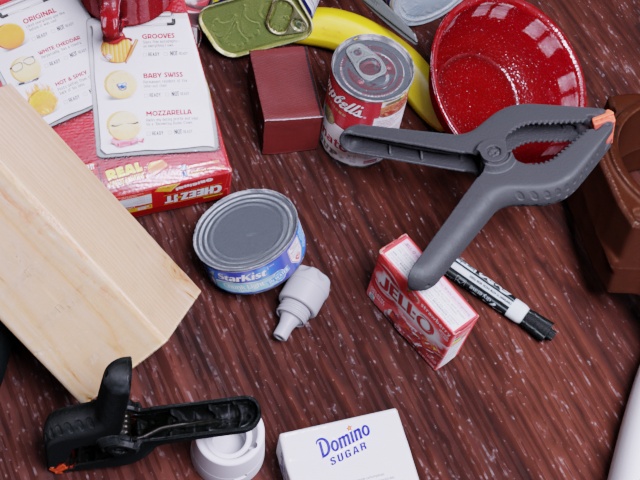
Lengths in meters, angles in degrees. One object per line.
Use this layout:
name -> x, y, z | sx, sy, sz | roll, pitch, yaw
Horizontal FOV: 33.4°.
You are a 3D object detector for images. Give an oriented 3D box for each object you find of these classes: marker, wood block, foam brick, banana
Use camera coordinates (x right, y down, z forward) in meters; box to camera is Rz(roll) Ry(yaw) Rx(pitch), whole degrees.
marker -> 0.140, 0.043, 0.873 | 0.121, 0.020, 0.020 | 35, 63, 12
wood block -> -0.195, 0.002, 0.757 | 0.206, 0.090, 0.090 | 49, 20, -9
foam brick -> -0.032, -0.121, 0.923 | 0.051, 0.053, 0.078 | -7, 62, -11
banana -> 0.039, -0.165, 0.967 | 0.198, 0.037, 0.069 | 24, 89, 10

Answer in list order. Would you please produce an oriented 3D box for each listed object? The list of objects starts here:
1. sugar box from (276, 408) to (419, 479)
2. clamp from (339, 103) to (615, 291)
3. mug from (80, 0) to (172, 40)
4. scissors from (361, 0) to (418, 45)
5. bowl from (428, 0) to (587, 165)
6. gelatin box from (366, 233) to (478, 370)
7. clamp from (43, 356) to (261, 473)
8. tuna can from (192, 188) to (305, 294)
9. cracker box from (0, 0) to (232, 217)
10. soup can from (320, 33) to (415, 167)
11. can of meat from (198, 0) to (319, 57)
sugar box -> 0.034, 0.215, 0.754 | 0.093, 0.048, 0.176 | -10, 60, -12
clamp -> 0.126, -0.063, 0.831 | 0.210, 0.036, 0.165 | -25, 55, -9
mug -> -0.154, -0.210, 0.827 | 0.093, 0.081, 0.117 | 4, 70, -5
scissors -> 0.028, -0.256, 0.963 | 0.016, 0.096, 0.202 | -11, 34, -44
bowl -> 0.152, -0.130, 0.929 | 0.161, 0.055, 0.162 | 6, 76, -25
gelatin box -> 0.077, 0.049, 0.831 | 0.030, 0.073, 0.089 | -34, 71, -22
clamp -> -0.139, 0.121, 0.721 | 0.172, 0.120, 0.039 | -23, 48, 28
tuna can -> -0.056, 0.001, 0.848 | 0.086, 0.033, 0.086 | -9, 47, 10
cracker box -> -0.177, -0.123, 0.877 | 0.164, 0.072, 0.214 | -13, 73, -11
soup can -> 0.037, -0.116, 0.899 | 0.068, 0.102, 0.068 | 3, 62, -6
can of meat -> -0.047, -0.218, 0.947 | 0.102, 0.057, 0.084 | -9, 44, 29
